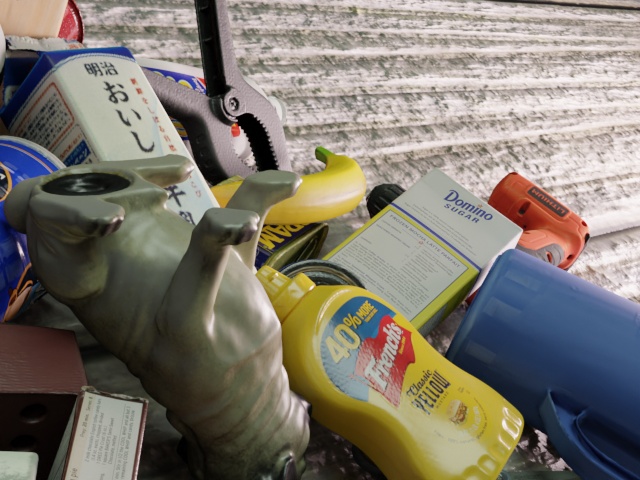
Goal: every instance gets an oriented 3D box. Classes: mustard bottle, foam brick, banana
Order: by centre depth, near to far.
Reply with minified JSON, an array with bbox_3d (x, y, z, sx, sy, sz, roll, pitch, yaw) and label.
[{"bbox_3d":[-0.160,0.089,0.561,0.052,0.078,0.051,7,34,-29],"label":"foam brick"},{"bbox_3d":[0.032,0.084,0.667,0.191,0.058,0.096,40,47,5],"label":"mustard bottle"},{"bbox_3d":[-0.012,-0.036,0.798,0.070,0.037,0.197,11,16,22],"label":"banana"}]

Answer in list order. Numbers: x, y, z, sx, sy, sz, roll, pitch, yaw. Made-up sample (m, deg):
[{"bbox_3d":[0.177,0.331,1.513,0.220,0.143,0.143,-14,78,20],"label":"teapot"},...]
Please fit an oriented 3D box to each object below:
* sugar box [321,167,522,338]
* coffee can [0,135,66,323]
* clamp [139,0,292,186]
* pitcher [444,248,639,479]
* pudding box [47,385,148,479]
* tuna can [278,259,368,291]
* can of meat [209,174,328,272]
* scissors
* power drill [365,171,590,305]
[{"bbox_3d":[0.069,0.021,0.823,0.093,0.048,0.175,39,49,19],"label":"sugar box"},{"bbox_3d":[-0.212,0.009,0.620,0.103,0.103,0.140,30,31,6],"label":"coffee can"},{"bbox_3d":[-0.080,-0.116,0.859,0.210,0.036,0.164,51,50,-27],"label":"clamp"},{"bbox_3d":[0.214,0.110,0.768,0.243,0.145,0.149,28,-6,11],"label":"pitcher"},{"bbox_3d":[-0.114,0.139,0.505,0.039,0.090,0.113,16,31,-15],"label":"pudding box"},{"bbox_3d":[-0.005,0.056,0.723,0.086,0.034,0.086,3,78,-14],"label":"tuna can"},{"bbox_3d":[-0.055,0.001,0.798,0.084,0.057,0.101,31,30,14],"label":"can of meat"},{"bbox_3d":[0.100,0.151,0.721,0.201,0.016,0.096,-7,44,-44],"label":"scissors"},{"bbox_3d":[0.149,-0.005,0.961,0.184,0.057,0.187,41,36,17],"label":"power drill"}]
